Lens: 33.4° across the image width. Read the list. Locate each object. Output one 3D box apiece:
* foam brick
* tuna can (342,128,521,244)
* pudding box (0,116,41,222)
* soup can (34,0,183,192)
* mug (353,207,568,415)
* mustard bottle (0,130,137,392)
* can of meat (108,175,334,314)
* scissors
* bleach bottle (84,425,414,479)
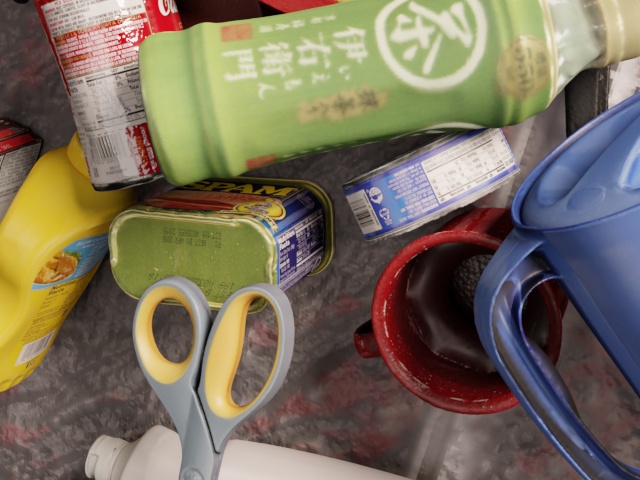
[{"bbox_3d":[-0.042,-0.114,0.569,0.053,0.051,0.078,-10,101,24],"label":"foam brick"},{"bbox_3d":[0.055,-0.031,0.535,0.086,0.086,0.034,-24,94,25],"label":"tuna can"},{"bbox_3d":[-0.221,-0.013,0.647,0.039,0.090,0.114,27,113,12],"label":"pudding box"},{"bbox_3d":[-0.097,-0.082,0.538,0.069,0.068,0.102,-9,103,23],"label":"soup can"},{"bbox_3d":[0.072,0.034,0.549,0.117,0.081,0.093,-23,96,25],"label":"mug"},{"bbox_3d":[-0.158,0.004,0.623,0.058,0.096,0.192,41,115,8],"label":"mustard bottle"},{"bbox_3d":[-0.054,0.001,0.588,0.102,0.083,0.057,5,107,20],"label":"can of meat"},{"bbox_3d":[-0.076,0.106,0.553,0.096,0.016,0.202,28,103,19],"label":"scissors"},{"bbox_3d":[-0.027,0.162,0.635,0.251,0.068,0.103,16,117,19],"label":"bleach bottle"}]
